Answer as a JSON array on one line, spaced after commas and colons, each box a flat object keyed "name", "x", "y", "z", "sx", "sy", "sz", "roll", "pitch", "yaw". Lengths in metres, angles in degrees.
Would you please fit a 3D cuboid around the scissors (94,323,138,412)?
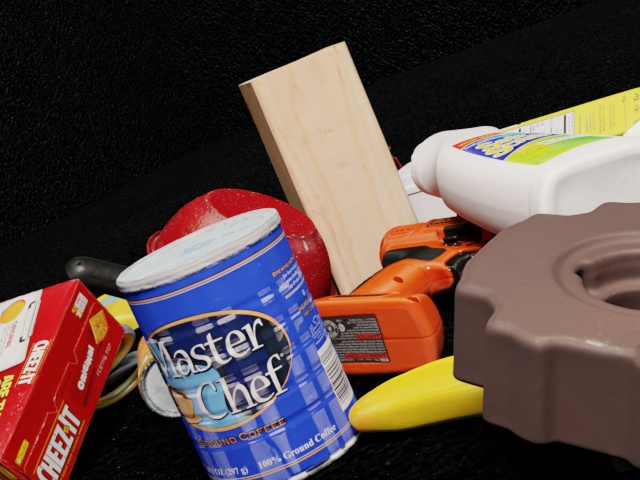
[{"name": "scissors", "x": -0.215, "y": 0.132, "z": 0.856, "sx": 0.016, "sy": 0.096, "sz": 0.201, "roll": 35, "pitch": 44, "yaw": 26}]

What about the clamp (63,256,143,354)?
[{"name": "clamp", "x": -0.112, "y": 0.064, "z": 0.923, "sx": 0.209, "sy": 0.036, "sz": 0.165, "roll": -3, "pitch": -35, "yaw": -13}]

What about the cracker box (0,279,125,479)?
[{"name": "cracker box", "x": -0.267, "y": 0.133, "z": 0.811, "sx": 0.214, "sy": 0.072, "sz": 0.164, "roll": -17, "pitch": 40, "yaw": 28}]

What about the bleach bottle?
[{"name": "bleach bottle", "x": 0.128, "y": -0.044, "z": 0.753, "sx": 0.102, "sy": 0.068, "sz": 0.251, "roll": -18, "pitch": 16, "yaw": -19}]

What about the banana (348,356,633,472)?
[{"name": "banana", "x": 0.094, "y": 0.079, "z": 0.552, "sx": 0.069, "sy": 0.037, "sz": 0.198, "roll": -28, "pitch": 12, "yaw": -34}]

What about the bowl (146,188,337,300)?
[{"name": "bowl", "x": -0.056, "y": 0.001, "z": 0.863, "sx": 0.162, "sy": 0.055, "sz": 0.162, "roll": 16, "pitch": 19, "yaw": -6}]

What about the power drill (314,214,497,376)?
[{"name": "power drill", "x": 0.090, "y": 0.029, "z": 0.757, "sx": 0.185, "sy": 0.057, "sz": 0.187, "roll": -9, "pitch": 15, "yaw": 39}]

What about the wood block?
[{"name": "wood block", "x": 0.014, "y": -0.060, "z": 0.942, "sx": 0.090, "sy": 0.206, "sz": 0.091, "roll": -24, "pitch": 10, "yaw": -6}]

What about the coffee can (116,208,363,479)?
[{"name": "coffee can", "x": -0.046, "y": 0.065, "z": 0.635, "sx": 0.103, "sy": 0.140, "sz": 0.103, "roll": -22, "pitch": 11, "yaw": 4}]
